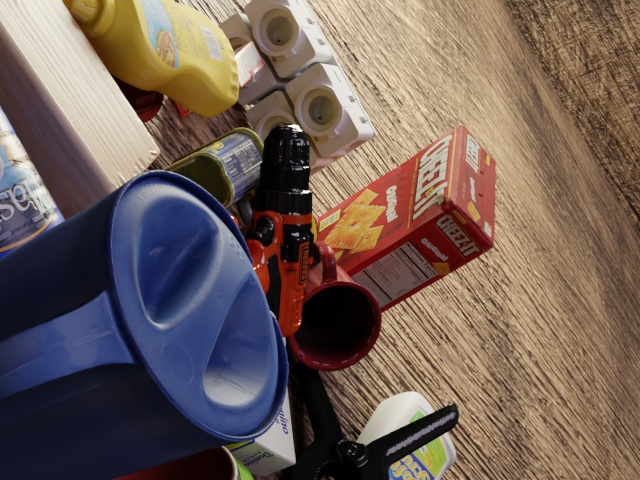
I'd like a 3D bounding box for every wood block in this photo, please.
[{"bbox_3d":[-0.217,-0.115,0.763,0.206,0.090,0.090,58,26,-17],"label":"wood block"}]

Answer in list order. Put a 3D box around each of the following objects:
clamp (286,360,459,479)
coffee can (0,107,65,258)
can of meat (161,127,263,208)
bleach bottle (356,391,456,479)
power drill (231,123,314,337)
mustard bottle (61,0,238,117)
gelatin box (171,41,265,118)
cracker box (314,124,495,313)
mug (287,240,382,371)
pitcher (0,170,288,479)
[{"bbox_3d":[0.018,0.194,0.976,0.209,0.165,0.036,-52,157,-44],"label":"clamp"},{"bbox_3d":[-0.222,-0.025,0.652,0.140,0.103,0.102,62,24,-8],"label":"coffee can"},{"bbox_3d":[-0.104,-0.049,0.927,0.057,0.102,0.083,63,26,-8],"label":"can of meat"},{"bbox_3d":[0.063,0.246,1.049,0.102,0.068,0.250,61,26,-8],"label":"bleach bottle"},{"bbox_3d":[-0.056,0.001,0.851,0.187,0.057,0.184,-19,113,-67],"label":"power drill"},{"bbox_3d":[-0.142,-0.164,0.865,0.191,0.058,0.096,15,53,-61],"label":"mustard bottle"},{"bbox_3d":[-0.102,-0.162,1.069,0.030,0.073,0.089,60,23,-16],"label":"gelatin box"},{"bbox_3d":[0.080,-0.010,1.130,0.072,0.214,0.164,45,31,-21],"label":"cracker box"},{"bbox_3d":[0.002,0.057,1.028,0.081,0.093,0.117,-131,-146,-63],"label":"mug"},{"bbox_3d":[-0.152,0.071,0.531,0.149,0.243,0.145,46,30,-37],"label":"pitcher"}]
